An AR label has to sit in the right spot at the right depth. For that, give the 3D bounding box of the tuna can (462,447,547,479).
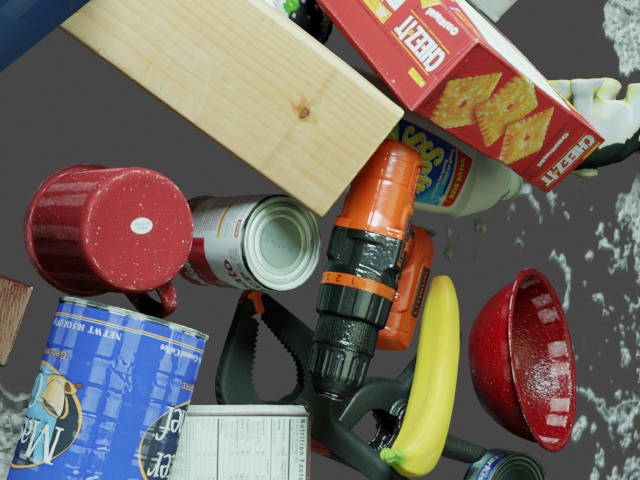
[{"bbox_3d":[0.167,0.233,0.972,0.085,0.034,0.086,-1,91,-37],"label":"tuna can"}]

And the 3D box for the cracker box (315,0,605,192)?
[{"bbox_3d":[0.101,-0.134,0.797,0.072,0.164,0.213,-46,145,17],"label":"cracker box"}]

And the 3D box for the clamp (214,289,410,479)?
[{"bbox_3d":[-0.033,0.142,0.807,0.164,0.036,0.210,-24,96,-15],"label":"clamp"}]

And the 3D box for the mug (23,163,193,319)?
[{"bbox_3d":[-0.133,0.004,0.712,0.093,0.082,0.117,-37,112,-31],"label":"mug"}]

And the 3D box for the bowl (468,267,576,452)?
[{"bbox_3d":[0.174,0.107,0.942,0.161,0.055,0.162,28,57,-54],"label":"bowl"}]

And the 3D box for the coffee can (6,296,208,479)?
[{"bbox_3d":[-0.140,0.118,0.695,0.102,0.103,0.140,22,78,-35],"label":"coffee can"}]

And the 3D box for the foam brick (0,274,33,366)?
[{"bbox_3d":[-0.220,0.042,0.650,0.051,0.078,0.053,24,79,-35],"label":"foam brick"}]

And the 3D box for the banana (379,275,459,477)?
[{"bbox_3d":[0.087,0.116,0.847,0.197,0.037,0.069,-69,158,-45],"label":"banana"}]

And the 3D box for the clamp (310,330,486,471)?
[{"bbox_3d":[0.066,0.137,0.893,0.171,0.039,0.120,-3,80,-35],"label":"clamp"}]

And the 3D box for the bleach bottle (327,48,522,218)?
[{"bbox_3d":[0.077,-0.076,0.868,0.250,0.068,0.103,11,118,-38],"label":"bleach bottle"}]

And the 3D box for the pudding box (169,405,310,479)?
[{"bbox_3d":[-0.064,0.164,0.765,0.113,0.039,0.090,2,89,-8],"label":"pudding box"}]

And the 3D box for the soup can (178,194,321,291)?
[{"bbox_3d":[-0.055,0.001,0.758,0.068,0.102,0.068,-1,91,-37],"label":"soup can"}]

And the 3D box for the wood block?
[{"bbox_3d":[-0.057,-0.116,0.705,0.206,0.090,0.091,36,100,-10],"label":"wood block"}]

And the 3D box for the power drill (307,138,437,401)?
[{"bbox_3d":[0.041,0.034,0.794,0.187,0.057,0.184,56,50,-75],"label":"power drill"}]
